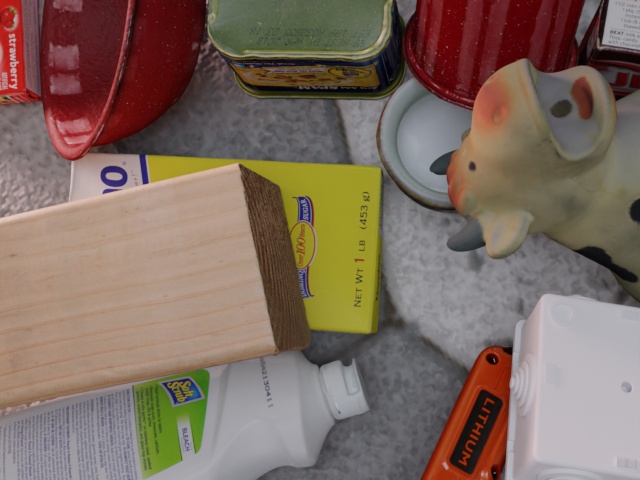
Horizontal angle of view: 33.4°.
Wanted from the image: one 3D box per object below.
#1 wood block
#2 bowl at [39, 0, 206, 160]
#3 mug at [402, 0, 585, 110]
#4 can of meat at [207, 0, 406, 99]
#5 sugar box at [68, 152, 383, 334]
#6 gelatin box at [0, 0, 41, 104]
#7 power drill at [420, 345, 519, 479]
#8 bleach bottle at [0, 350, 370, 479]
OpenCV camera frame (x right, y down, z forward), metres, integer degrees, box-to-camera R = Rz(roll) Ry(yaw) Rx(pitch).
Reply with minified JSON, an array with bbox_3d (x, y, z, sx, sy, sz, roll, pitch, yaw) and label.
[{"bbox_3d":[-0.119,0.032,0.538,0.206,0.090,0.090,-12,85,9],"label":"wood block"},{"bbox_3d":[-0.105,-0.121,0.582,0.055,0.162,0.162,4,85,-29],"label":"bowl"},{"bbox_3d":[0.088,-0.134,0.536,0.093,0.081,0.117,-4,55,-3],"label":"mug"},{"bbox_3d":[-0.006,-0.114,0.581,0.102,0.084,0.057,2,86,8],"label":"can of meat"},{"bbox_3d":[-0.054,0.001,0.598,0.176,0.048,0.093,3,86,7],"label":"sugar box"},{"bbox_3d":[-0.207,-0.125,0.636,0.073,0.030,0.089,-4,85,7],"label":"gelatin box"},{"bbox_3d":[0.140,0.149,0.533,0.188,0.057,0.184,24,65,8],"label":"power drill"},{"bbox_3d":[-0.094,0.122,0.576,0.251,0.068,0.102,-18,56,4],"label":"bleach bottle"}]
